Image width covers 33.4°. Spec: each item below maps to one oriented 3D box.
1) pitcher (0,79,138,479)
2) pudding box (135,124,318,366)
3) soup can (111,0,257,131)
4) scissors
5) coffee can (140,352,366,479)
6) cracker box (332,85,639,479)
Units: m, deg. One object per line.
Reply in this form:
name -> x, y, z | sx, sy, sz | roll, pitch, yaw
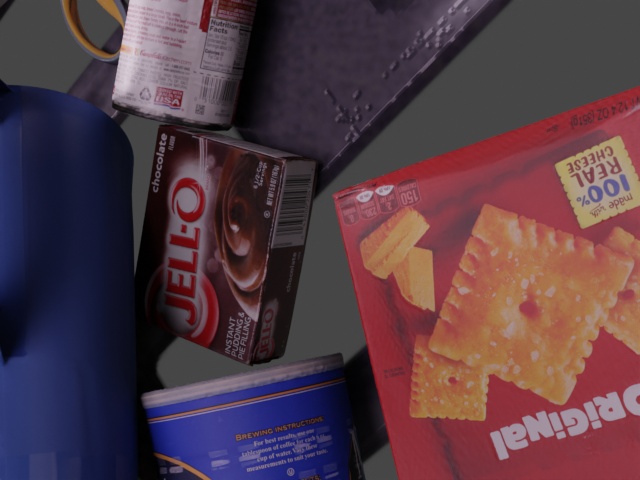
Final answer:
pitcher -> -0.155, 0.043, 0.534 | 0.145, 0.149, 0.243 | -36, 49, 31
pudding box -> -0.054, 0.001, 0.578 | 0.090, 0.039, 0.113 | 18, 101, 32
soup can -> -0.070, -0.115, 0.570 | 0.069, 0.068, 0.102 | 18, 102, 32
scissors -> -0.154, -0.196, 0.654 | 0.096, 0.016, 0.202 | -42, 69, 25
coffee can -> -0.025, 0.134, 0.525 | 0.103, 0.102, 0.140 | -16, 83, 32
cracker box -> 0.107, 0.057, 0.455 | 0.164, 0.072, 0.214 | -17, 83, 33
